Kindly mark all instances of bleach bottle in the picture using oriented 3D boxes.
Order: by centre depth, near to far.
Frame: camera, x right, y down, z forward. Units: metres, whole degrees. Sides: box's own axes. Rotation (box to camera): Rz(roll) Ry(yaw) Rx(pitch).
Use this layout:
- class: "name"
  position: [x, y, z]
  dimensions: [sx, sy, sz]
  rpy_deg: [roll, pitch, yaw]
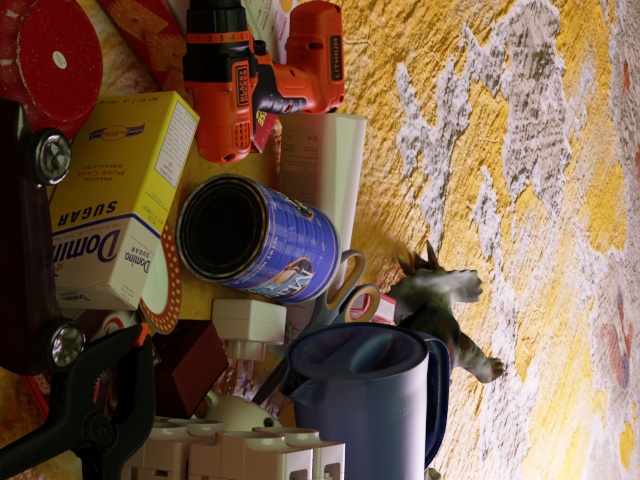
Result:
- class: "bleach bottle"
  position: [-0.009, -0.012, 1.138]
  dimensions: [0.067, 0.103, 0.251]
  rpy_deg: [2, 98, -35]

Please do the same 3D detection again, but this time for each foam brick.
- class: "foam brick"
  position: [-0.127, 0.114, 0.953]
  dimensions: [0.078, 0.053, 0.051]
  rpy_deg: [-55, 136, -47]

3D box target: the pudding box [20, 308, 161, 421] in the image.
- class: "pudding box"
  position: [-0.186, 0.096, 0.860]
  dimensions: [0.113, 0.039, 0.090]
  rpy_deg: [-54, 134, -47]

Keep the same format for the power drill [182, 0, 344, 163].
- class: "power drill"
  position: [-0.050, -0.171, 0.945]
  dimensions: [0.187, 0.057, 0.184]
  rpy_deg: [-21, 116, -53]

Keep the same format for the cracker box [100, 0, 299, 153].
- class: "cracker box"
  position: [-0.100, -0.209, 0.986]
  dimensions: [0.213, 0.072, 0.164]
  rpy_deg: [57, 44, -45]

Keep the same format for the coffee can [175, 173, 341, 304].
- class: "coffee can"
  position: [-0.057, 0.001, 1.028]
  dimensions: [0.140, 0.103, 0.103]
  rpy_deg: [22, 71, -59]

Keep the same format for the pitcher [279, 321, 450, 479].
- class: "pitcher"
  position: [0.049, 0.207, 1.036]
  dimensions: [0.145, 0.149, 0.243]
  rpy_deg: [-64, 152, -68]

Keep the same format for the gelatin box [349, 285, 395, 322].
- class: "gelatin box"
  position: [0.028, 0.070, 1.193]
  dimensions: [0.073, 0.089, 0.030]
  rpy_deg: [29, 66, -57]

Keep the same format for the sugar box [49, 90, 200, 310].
- class: "sugar box"
  position: [-0.165, -0.033, 0.844]
  dimensions: [0.048, 0.093, 0.176]
  rpy_deg: [49, 48, -48]

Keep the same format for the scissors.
- class: "scissors"
  position: [0.000, 0.105, 1.095]
  dimensions: [0.096, 0.016, 0.201]
  rpy_deg: [36, 80, -43]

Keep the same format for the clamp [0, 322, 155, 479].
- class: "clamp"
  position: [-0.180, 0.144, 0.788]
  dimensions: [0.164, 0.036, 0.210]
  rpy_deg: [41, 47, -36]

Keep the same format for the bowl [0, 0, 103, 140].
- class: "bowl"
  position: [-0.213, -0.134, 0.799]
  dimensions: [0.161, 0.055, 0.162]
  rpy_deg: [1, 89, -60]
